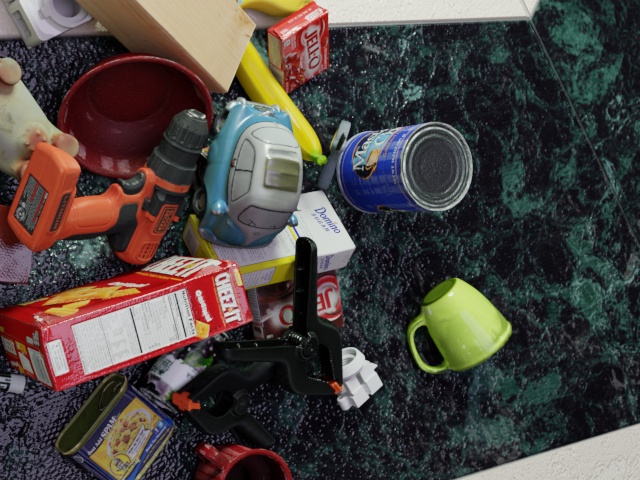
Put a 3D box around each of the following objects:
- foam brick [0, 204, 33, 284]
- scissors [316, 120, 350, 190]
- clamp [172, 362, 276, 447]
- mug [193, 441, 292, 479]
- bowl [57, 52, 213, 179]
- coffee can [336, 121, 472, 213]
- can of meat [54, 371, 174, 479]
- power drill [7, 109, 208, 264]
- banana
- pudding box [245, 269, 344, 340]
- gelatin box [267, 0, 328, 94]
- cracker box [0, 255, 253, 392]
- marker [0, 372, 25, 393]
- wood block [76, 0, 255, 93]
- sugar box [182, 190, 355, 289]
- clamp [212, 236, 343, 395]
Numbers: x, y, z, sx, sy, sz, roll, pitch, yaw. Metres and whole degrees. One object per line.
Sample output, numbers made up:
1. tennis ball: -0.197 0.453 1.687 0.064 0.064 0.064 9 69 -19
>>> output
1. foam brick: -0.322 0.004 1.082 0.052 0.051 0.078 11 85 -31
2. scissors: 0.014 -0.091 1.212 0.016 0.201 0.096 20 104 -2
3. clamp: -0.096 0.186 1.193 0.171 0.039 0.120 -5 100 -47
4. mug: -0.098 0.266 1.195 0.117 0.082 0.093 45 69 -23
5. bowl: -0.197 -0.141 1.123 0.162 0.055 0.162 -11 138 -10
6. coffee can: 0.098 -0.084 1.272 0.102 0.141 0.103 0 91 -30
7. can of meat: -0.217 0.207 1.141 0.084 0.058 0.102 46 70 -25
8. power drill: -0.208 -0.054 1.074 0.187 0.057 0.185 -1 124 -51
9. banana: -0.053 -0.163 1.223 0.037 0.070 0.198 -36 87 -19
10. pudding box: -0.032 0.069 1.256 0.113 0.039 0.090 -13 98 -28
11. gelatin box: -0.024 -0.222 1.236 0.073 0.030 0.089 -36 150 -25
12. cracker box: -0.202 0.076 1.087 0.213 0.164 0.072 -19 102 -28
13. marker: -0.360 0.138 1.079 0.120 0.020 0.020 13 84 -30
14. wood block: -0.167 -0.246 1.097 0.205 0.090 0.091 42 64 -52
15. sugar box: -0.058 0.002 1.215 0.175 0.048 0.093 -10 56 -31
16. clamp: -0.021 0.104 1.200 0.164 0.036 0.209 -55 138 -13
